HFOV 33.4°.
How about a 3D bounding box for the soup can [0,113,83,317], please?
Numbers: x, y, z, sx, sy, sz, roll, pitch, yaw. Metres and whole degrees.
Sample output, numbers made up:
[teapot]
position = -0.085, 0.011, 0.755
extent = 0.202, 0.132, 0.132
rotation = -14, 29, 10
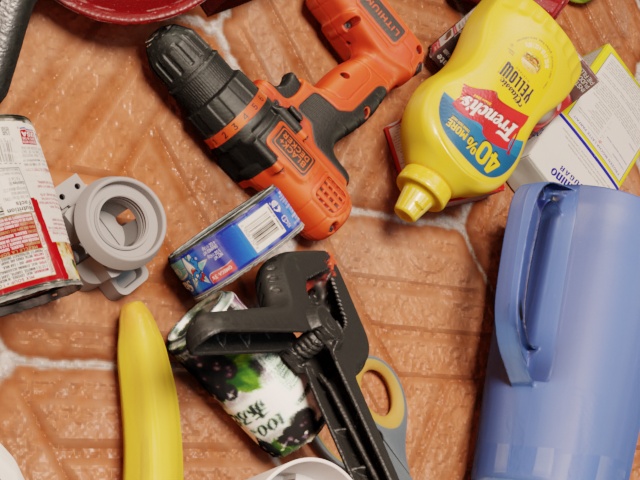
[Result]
[soup can]
position = -0.182, -0.012, 0.603
extent = 0.068, 0.069, 0.102
rotation = -14, 83, -38

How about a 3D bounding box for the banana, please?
[banana]
position = -0.101, 0.130, 0.614
extent = 0.069, 0.037, 0.198
rotation = 75, 10, -50

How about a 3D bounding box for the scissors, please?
[scissors]
position = 0.065, 0.162, 0.759
extent = 0.201, 0.016, 0.096
rotation = 44, 55, -17

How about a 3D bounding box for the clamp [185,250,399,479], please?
[clamp]
position = 0.000, 0.071, 0.660
extent = 0.164, 0.036, 0.210
rotation = 49, 19, -10

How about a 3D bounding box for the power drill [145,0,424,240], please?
[power drill]
position = -0.017, -0.119, 0.767
extent = 0.184, 0.057, 0.187
rotation = 48, 56, -18

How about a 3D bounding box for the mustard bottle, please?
[mustard bottle]
position = 0.114, -0.090, 0.798
extent = 0.096, 0.058, 0.191
rotation = 44, 71, -22

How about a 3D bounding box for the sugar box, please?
[sugar box]
position = 0.233, -0.087, 0.945
extent = 0.093, 0.048, 0.176
rotation = 50, 57, -13

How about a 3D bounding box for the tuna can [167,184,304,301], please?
[tuna can]
position = -0.054, 0.001, 0.680
extent = 0.086, 0.086, 0.034
rotation = -39, 98, -38

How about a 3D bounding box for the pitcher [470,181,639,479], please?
[pitcher]
position = 0.181, 0.083, 0.799
extent = 0.149, 0.145, 0.242
rotation = 17, 66, -1
